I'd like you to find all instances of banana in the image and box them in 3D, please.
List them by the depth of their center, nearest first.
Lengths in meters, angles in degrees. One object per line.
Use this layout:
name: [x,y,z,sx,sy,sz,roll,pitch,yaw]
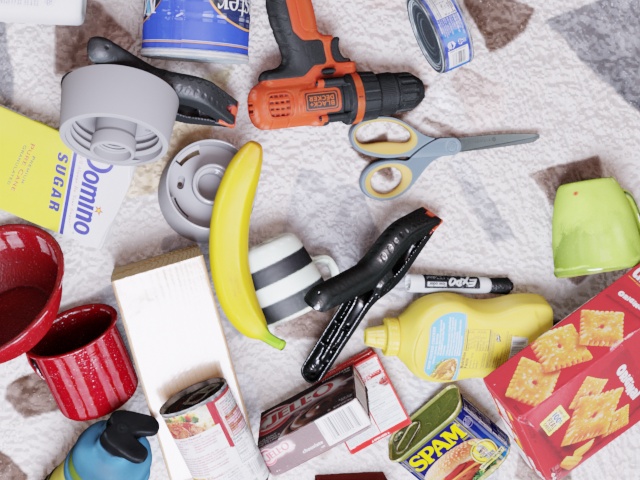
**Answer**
banana: [-0.074,0.007,1.008,0.070,0.037,0.198,-8,91,17]

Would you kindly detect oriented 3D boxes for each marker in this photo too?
marker: [0.147,0.046,1.116,0.121,0.020,0.020,3,97,-19]

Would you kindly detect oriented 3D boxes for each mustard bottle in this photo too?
mustard bottle: [0.140,0.101,1.109,0.191,0.058,0.096,2,115,-9]

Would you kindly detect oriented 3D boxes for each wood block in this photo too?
wood block: [-0.134,0.119,1.051,0.090,0.090,0.206,-16,99,-7]

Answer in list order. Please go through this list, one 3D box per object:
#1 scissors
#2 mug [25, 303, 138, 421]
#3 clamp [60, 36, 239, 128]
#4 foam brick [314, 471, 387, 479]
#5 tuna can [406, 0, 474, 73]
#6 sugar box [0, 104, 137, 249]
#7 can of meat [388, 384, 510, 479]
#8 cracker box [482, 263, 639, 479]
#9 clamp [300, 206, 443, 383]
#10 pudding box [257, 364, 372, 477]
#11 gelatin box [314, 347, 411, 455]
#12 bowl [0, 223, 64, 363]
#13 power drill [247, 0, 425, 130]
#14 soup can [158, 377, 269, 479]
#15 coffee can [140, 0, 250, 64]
scissors: [0.124,-0.080,1.106,0.201,0.016,0.096,9,97,-10]
mug: [-0.237,0.120,1.036,0.117,0.093,0.081,-3,119,27]
clamp: [-0.155,-0.146,1.004,0.171,0.120,0.039,10,81,-15]
foam brick: [0.033,0.277,1.118,0.078,0.051,0.053,0,98,-9]
tuna can: [0.117,-0.209,1.053,0.033,0.086,0.086,-24,100,-4]
sugar box: [-0.274,-0.067,1.026,0.176,0.048,0.093,23,93,-11]
can of meat: [0.136,0.215,1.116,0.084,0.057,0.102,42,109,-15]
cracker box: [0.286,0.140,1.094,0.213,0.072,0.164,-35,138,-4]
clamp: [0.048,0.045,1.066,0.036,0.165,0.209,36,56,18]
pudding box: [-0.007,0.176,1.052,0.113,0.090,0.039,-27,104,7]
gelatin box: [0.043,0.168,1.117,0.073,0.030,0.089,-28,100,-4]
bowl: [-0.304,0.062,1.004,0.162,0.162,0.055,-29,138,-5]
power drill: [0.011,-0.206,1.046,0.184,0.057,0.188,-9,97,-20]
soup can: [-0.097,0.187,0.984,0.068,0.068,0.102,-25,101,-6]
coffee can: [-0.114,-0.240,1.001,0.102,0.103,0.140,2,97,-10]
